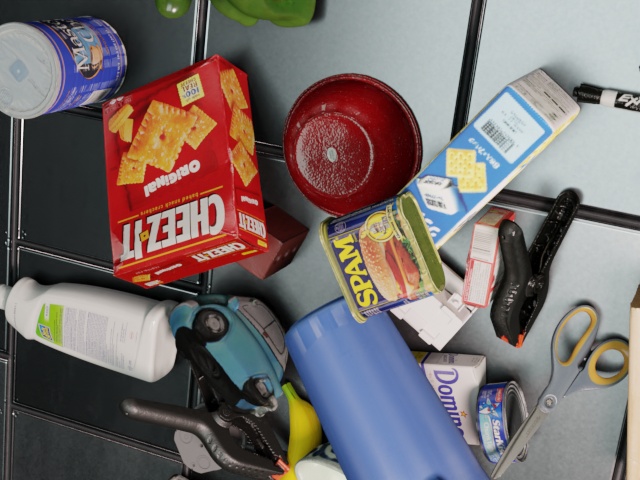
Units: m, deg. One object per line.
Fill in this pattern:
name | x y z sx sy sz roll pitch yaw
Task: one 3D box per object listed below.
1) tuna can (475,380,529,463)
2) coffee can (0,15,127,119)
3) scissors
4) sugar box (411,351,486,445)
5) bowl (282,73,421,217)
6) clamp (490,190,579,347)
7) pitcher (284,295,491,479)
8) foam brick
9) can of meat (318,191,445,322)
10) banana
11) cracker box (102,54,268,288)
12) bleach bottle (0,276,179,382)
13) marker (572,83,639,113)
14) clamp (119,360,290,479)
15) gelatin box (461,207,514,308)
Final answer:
tuna can | 0.194 0.193 1.132 0.034 0.086 0.086 -10 100 25
coffee can | -0.297 -0.197 1.198 0.103 0.140 0.103 6 106 21
scissors | 0.253 0.166 1.089 0.096 0.016 0.201 22 82 0
sugar box | 0.095 0.172 1.189 0.176 0.048 0.093 1 105 23
bowl | 0.023 -0.095 1.141 0.162 0.055 0.162 6 106 21
clamp | 0.202 0.035 1.074 0.039 0.120 0.171 32 119 41
pitcher | 0.061 0.181 1.097 0.149 0.144 0.243 -37 74 34
foam brick | -0.058 0.001 1.188 0.051 0.078 0.053 36 114 11
can of meat | 0.059 0.014 0.979 0.084 0.057 0.102 -20 97 22
banana | -0.038 0.269 1.277 0.070 0.037 0.198 33 114 41
cracker box | -0.152 -0.074 1.163 0.164 0.072 0.214 -17 68 25
bleach bottle | -0.298 0.093 1.320 0.251 0.068 0.103 15 109 20
marker | 0.305 -0.133 1.035 0.121 0.020 0.020 14 109 18
clamp | -0.126 0.209 1.231 0.210 0.164 0.036 46 127 1
gelatin box | 0.173 0.018 1.100 0.030 0.073 0.089 13 109 19
